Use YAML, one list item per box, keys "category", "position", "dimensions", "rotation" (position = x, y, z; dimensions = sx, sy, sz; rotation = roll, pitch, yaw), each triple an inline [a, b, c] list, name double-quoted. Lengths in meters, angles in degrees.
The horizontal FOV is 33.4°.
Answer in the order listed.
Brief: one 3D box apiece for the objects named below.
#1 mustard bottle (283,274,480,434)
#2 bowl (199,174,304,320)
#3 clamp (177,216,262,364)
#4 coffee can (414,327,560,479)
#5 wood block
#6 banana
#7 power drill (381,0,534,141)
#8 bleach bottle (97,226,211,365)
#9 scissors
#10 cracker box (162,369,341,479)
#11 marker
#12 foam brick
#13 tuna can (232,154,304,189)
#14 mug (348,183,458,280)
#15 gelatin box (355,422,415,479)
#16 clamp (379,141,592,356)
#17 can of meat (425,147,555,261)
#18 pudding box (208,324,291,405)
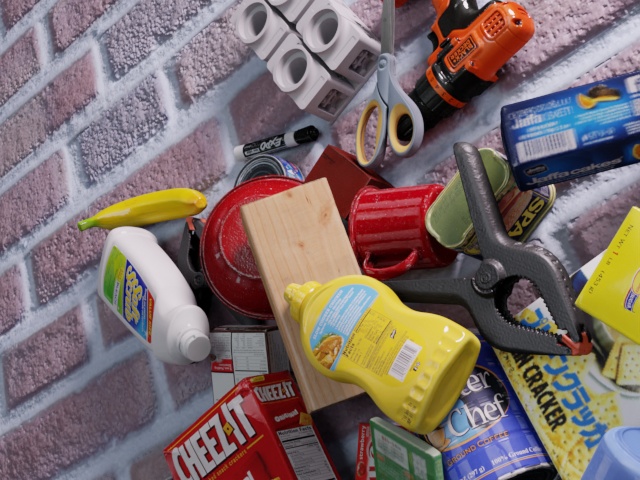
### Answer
- category: "mustard bottle"
  position: [0.039, 0.084, 0.934]
  dimensions: [0.192, 0.058, 0.096]
  rotation: [28, 88, 36]
- category: "bowl"
  position: [-0.057, 0.001, 1.136]
  dimensions: [0.162, 0.055, 0.162]
  rotation: [-2, 77, 9]
- category: "clamp"
  position: [-0.121, 0.050, 1.236]
  dimensions: [0.120, 0.039, 0.171]
  rotation: [-15, 76, 30]
- category: "coffee can"
  position: [0.135, 0.164, 0.945]
  dimensions: [0.103, 0.102, 0.140]
  rotation: [-41, 56, 25]
- category: "wood block"
  position: [-0.004, 0.057, 1.044]
  dimensions: [0.090, 0.091, 0.206]
  rotation: [-19, 81, -5]
- category: "banana"
  position: [-0.206, -0.036, 1.315]
  dimensions: [0.198, 0.069, 0.037]
  rotation: [-11, 112, 31]
- category: "power drill"
  position: [0.115, -0.217, 1.099]
  dimensions: [0.185, 0.057, 0.188]
  rotation: [-41, 57, 29]
- category: "bleach bottle"
  position: [-0.184, 0.068, 1.221]
  dimensions: [0.251, 0.068, 0.102]
  rotation: [33, 111, 56]
- category: "scissors"
  position: [0.079, -0.168, 1.076]
  dimensions: [0.096, 0.016, 0.202]
  rotation: [20, 100, 47]
- category: "cracker box"
  position: [-0.058, 0.264, 1.070]
  dimensions: [0.164, 0.071, 0.214]
  rotation: [-44, 63, 34]
- category: "marker"
  position: [-0.051, -0.112, 1.233]
  dimensions: [0.121, 0.020, 0.020]
  rotation: [-12, 71, 38]
- category: "foam brick"
  position: [0.032, -0.057, 1.127]
  dimensions: [0.078, 0.051, 0.053]
  rotation: [44, 106, 38]
- category: "tuna can"
  position: [-0.060, -0.054, 1.215]
  dimensions: [0.086, 0.033, 0.086]
  rotation: [-12, 70, 37]
- category: "mug"
  position: [0.081, -0.004, 1.037]
  dimensions: [0.082, 0.093, 0.117]
  rotation: [-5, 35, 34]
- category: "gelatin box"
  position: [0.070, 0.223, 1.031]
  dimensions: [0.073, 0.030, 0.089]
  rotation: [-4, 75, 40]
- category: "clamp"
  position: [0.141, 0.038, 0.919]
  dimensions: [0.210, 0.036, 0.165]
  rotation: [49, 115, 30]
- category: "can of meat"
  position: [0.157, -0.031, 0.992]
  dimensions: [0.102, 0.083, 0.057]
  rotation: [-54, 51, 15]
- category: "pudding box"
  position: [-0.075, 0.148, 1.153]
  dimensions: [0.090, 0.039, 0.113]
  rotation: [-3, 94, 38]
